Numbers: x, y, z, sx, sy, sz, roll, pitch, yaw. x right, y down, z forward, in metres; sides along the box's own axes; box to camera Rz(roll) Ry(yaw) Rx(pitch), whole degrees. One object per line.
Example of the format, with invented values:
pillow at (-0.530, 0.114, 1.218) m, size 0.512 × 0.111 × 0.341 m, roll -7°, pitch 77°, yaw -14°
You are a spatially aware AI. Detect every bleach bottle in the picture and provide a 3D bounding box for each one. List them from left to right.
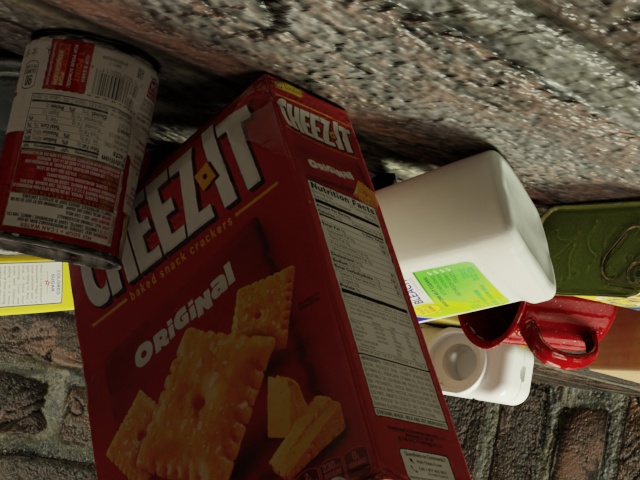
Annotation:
bleach bottle at (0.001, 0.026, 0.625) m, size 0.251 × 0.068 × 0.102 m, roll -18°, pitch 149°, yaw 20°

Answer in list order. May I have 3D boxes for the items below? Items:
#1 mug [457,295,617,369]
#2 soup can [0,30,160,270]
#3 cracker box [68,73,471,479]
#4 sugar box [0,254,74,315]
mug at (0.154, 0.041, 0.734) m, size 0.081 × 0.093 × 0.117 m, roll 8°, pitch -142°, yaw -22°
soup can at (-0.120, -0.042, 0.519) m, size 0.068 × 0.102 × 0.068 m, roll 10°, pitch 172°, yaw 1°
cracker box at (-0.039, 0.053, 0.508) m, size 0.164 × 0.214 × 0.072 m, roll -35°, pitch 144°, yaw 28°
sugar box at (-0.209, 0.030, 0.803) m, size 0.094 × 0.048 × 0.175 m, roll 4°, pitch 180°, yaw 38°
